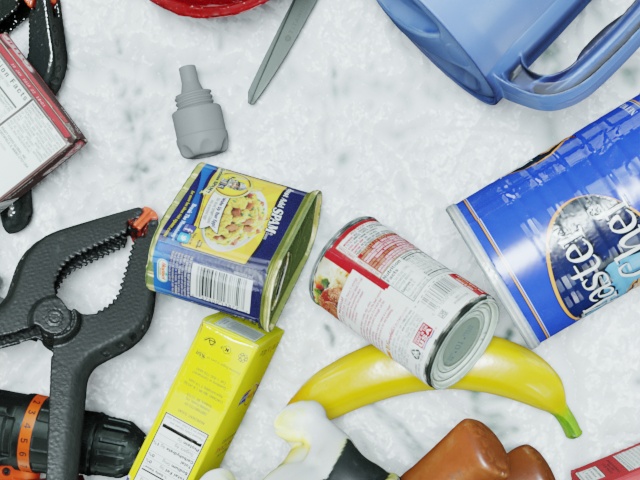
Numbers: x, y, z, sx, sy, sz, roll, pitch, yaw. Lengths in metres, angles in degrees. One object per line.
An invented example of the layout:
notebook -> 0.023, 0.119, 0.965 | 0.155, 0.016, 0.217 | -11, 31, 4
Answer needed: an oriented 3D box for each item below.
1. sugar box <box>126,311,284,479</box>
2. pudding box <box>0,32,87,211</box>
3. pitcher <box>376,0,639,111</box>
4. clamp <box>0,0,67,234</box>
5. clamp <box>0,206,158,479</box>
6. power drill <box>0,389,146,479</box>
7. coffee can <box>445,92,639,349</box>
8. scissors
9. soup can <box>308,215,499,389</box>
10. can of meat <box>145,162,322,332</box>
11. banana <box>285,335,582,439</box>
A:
sugar box -> -0.085, 0.133, 0.694 | 0.048, 0.093, 0.176 | 24, 95, 8
pudding box -> -0.224, -0.067, 0.698 | 0.113, 0.039, 0.090 | -36, 92, 11
pitcher -> 0.148, -0.201, 0.636 | 0.243, 0.145, 0.149 | -44, 109, 4
clamp -> -0.217, -0.093, 0.732 | 0.120, 0.039, 0.171 | 36, 103, -2
clamp -> -0.164, 0.065, 0.679 | 0.164, 0.036, 0.209 | 42, 63, 7
power drill -> -0.219, 0.195, 0.733 | 0.184, 0.057, 0.188 | 10, 91, 5
coffee can -> 0.162, -0.012, 0.653 | 0.140, 0.102, 0.103 | -31, 88, 7
scissors -> -0.011, -0.196, 0.713 | 0.096, 0.016, 0.202 | 45, 96, 5
soup can -> 0.052, 0.038, 0.667 | 0.102, 0.068, 0.068 | 35, 96, 31
can of meat -> -0.055, 0.001, 0.684 | 0.084, 0.102, 0.057 | 16, 133, 9
banana -> 0.073, 0.094, 0.700 | 0.198, 0.037, 0.069 | 2, 90, 7
